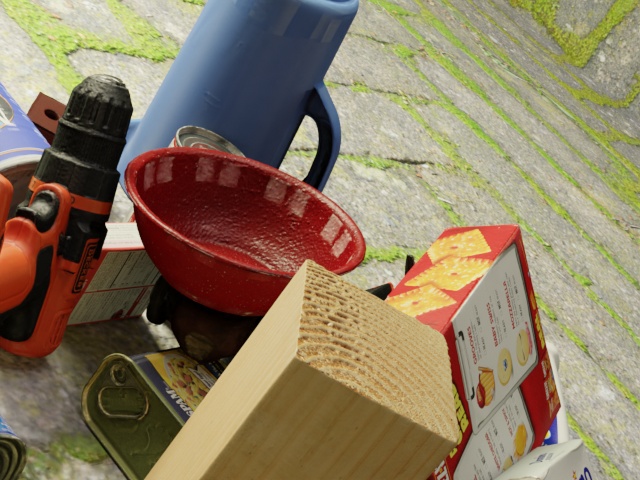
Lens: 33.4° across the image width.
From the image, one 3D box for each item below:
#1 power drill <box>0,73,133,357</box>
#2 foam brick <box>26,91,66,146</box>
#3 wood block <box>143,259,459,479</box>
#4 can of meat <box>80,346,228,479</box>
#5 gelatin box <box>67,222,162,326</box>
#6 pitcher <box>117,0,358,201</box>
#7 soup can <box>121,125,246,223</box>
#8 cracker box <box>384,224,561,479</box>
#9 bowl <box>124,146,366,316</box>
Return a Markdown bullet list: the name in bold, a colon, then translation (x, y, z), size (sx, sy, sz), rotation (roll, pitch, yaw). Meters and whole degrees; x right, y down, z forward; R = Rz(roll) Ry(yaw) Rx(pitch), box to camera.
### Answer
- **power drill**: translation (-0.168, -0.011, 0.600), size (0.057, 0.184, 0.187), rotation (19, 6, 8)
- **foam brick**: translation (-0.206, -0.071, 0.855), size (0.078, 0.051, 0.053), rotation (29, 26, -16)
- **wood block**: translation (-0.027, 0.125, 0.552), size (0.090, 0.206, 0.091), rotation (30, 26, -14)
- **can of meat**: translation (-0.087, 0.114, 0.676), size (0.102, 0.057, 0.083), rotation (46, 25, 22)
- **gelatin box**: translation (-0.144, 0.022, 0.744), size (0.030, 0.073, 0.089), rotation (48, 27, 23)
- **pitcher**: translation (-0.059, -0.121, 0.902), size (0.149, 0.243, 0.145), rotation (12, 37, -31)
- **soup can**: translation (-0.108, -0.031, 0.848), size (0.068, 0.102, 0.068), rotation (29, 26, -15)
- **cracker box**: translation (0.093, 0.107, 0.751), size (0.213, 0.072, 0.164), rotation (-43, 123, -50)
- **bowl**: translation (-0.055, 0.001, 0.688), size (0.162, 0.055, 0.162), rotation (18, 24, -8)
